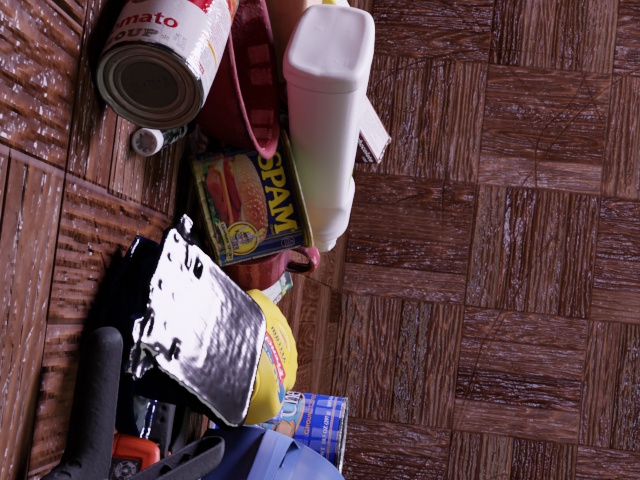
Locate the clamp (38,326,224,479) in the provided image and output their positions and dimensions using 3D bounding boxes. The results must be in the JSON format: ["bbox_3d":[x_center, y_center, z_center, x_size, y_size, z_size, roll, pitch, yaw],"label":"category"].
[{"bbox_3d":[-0.118,0.148,0.598,0.120,0.039,0.171,40,59,-31],"label":"clamp"}]

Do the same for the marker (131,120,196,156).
[{"bbox_3d":[-0.112,-0.079,0.778,0.121,0.020,0.020,-64,159,-76],"label":"marker"}]

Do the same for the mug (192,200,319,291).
[{"bbox_3d":[-0.056,0.001,0.969,0.081,0.117,0.093,96,13,-63],"label":"mug"}]

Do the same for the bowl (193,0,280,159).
[{"bbox_3d":[-0.075,-0.139,0.813,0.162,0.055,0.162,-7,90,-80],"label":"bowl"}]

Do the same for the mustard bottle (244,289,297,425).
[{"bbox_3d":[-0.061,0.101,0.886,0.191,0.058,0.096,-49,119,-82],"label":"mustard bottle"}]

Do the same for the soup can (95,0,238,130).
[{"bbox_3d":[-0.094,-0.126,0.661,0.068,0.068,0.102,90,9,-48],"label":"soup can"}]

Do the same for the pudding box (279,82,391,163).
[{"bbox_3d":[0.003,-0.122,1.012,0.113,0.090,0.039,53,54,-39],"label":"pudding box"}]

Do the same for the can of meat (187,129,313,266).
[{"bbox_3d":[-0.060,-0.033,0.895,0.057,0.084,0.102,166,-90,-83],"label":"can of meat"}]

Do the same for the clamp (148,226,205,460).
[{"bbox_3d":[-0.115,0.097,0.842,0.210,0.036,0.164,-82,174,-64],"label":"clamp"}]

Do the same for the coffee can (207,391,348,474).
[{"bbox_3d":[-0.045,0.213,1.159,0.103,0.140,0.103,6,89,-84],"label":"coffee can"}]

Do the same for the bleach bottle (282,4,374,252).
[{"bbox_3d":[0.004,-0.077,0.937,0.251,0.068,0.102,93,9,-48],"label":"bleach bottle"}]
